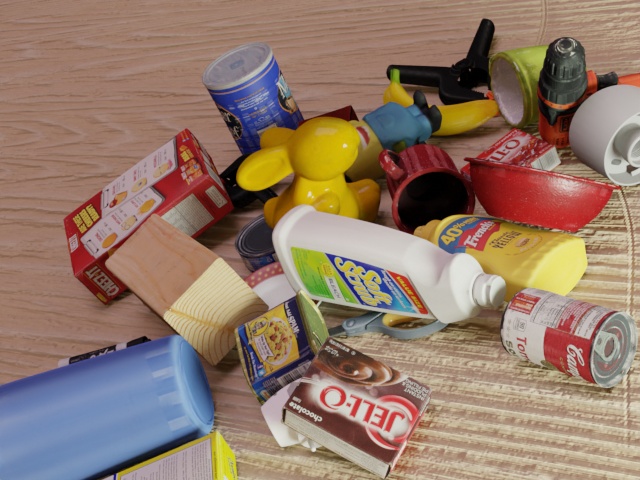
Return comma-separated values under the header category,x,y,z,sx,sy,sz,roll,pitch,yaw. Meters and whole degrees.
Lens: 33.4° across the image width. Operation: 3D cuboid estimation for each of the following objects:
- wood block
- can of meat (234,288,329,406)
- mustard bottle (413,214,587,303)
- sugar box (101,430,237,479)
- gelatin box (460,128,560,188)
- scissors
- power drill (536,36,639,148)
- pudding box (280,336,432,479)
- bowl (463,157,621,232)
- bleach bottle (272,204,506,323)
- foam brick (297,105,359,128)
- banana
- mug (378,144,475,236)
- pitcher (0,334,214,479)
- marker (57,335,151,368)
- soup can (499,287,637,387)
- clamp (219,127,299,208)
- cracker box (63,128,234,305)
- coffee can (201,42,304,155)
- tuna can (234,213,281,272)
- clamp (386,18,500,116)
category,x,y,z,sx,sy,sz,roll,pitch,yaw
wood block,-0.157,0.051,1.213,0.090,0.090,0.206,-46,31,-9
can of meat,-0.036,0.113,1.093,0.084,0.057,0.102,-29,42,10
mustard bottle,0.169,0.013,1.095,0.096,0.058,0.192,-34,32,-30
sugar box,-0.165,0.257,1.014,0.176,0.048,0.093,-25,34,9
gelatin box,0.216,-0.086,1.221,0.089,0.030,0.073,-36,34,-13
scissors,0.046,0.078,1.134,0.202,0.016,0.096,-7,37,28
power drill,0.325,-0.178,1.150,0.187,0.184,0.057,-14,66,3
pudding box,0.033,0.152,0.979,0.113,0.039,0.090,25,53,14
bowl,0.222,-0.044,1.095,0.162,0.055,0.162,11,5,-1
bleach bottle,0.070,0.027,1.075,0.251,0.102,0.068,9,41,41
foam brick,0.014,-0.134,1.408,0.078,0.051,0.053,-15,36,18
banana,0.140,-0.168,1.361,0.198,0.037,0.070,28,103,44
mug,0.110,-0.063,1.194,0.093,0.117,0.081,-50,23,19
pitcher,-0.237,0.182,1.104,0.243,0.145,0.149,-19,46,5
marker,-0.254,0.135,1.260,0.121,0.020,0.020,-17,35,16
soup can,0.221,0.085,0.956,0.102,0.068,0.068,16,53,47
clamp,-0.082,-0.075,1.386,0.172,0.039,0.120,-21,42,45
cracker box,-0.227,-0.034,1.399,0.214,0.072,0.164,-37,32,3
coffee can,-0.087,-0.185,1.465,0.103,0.140,0.103,-18,35,13
tuna can,-0.058,0.002,1.291,0.086,0.033,0.086,-19,34,13
clamp,0.198,-0.226,1.416,0.164,0.036,0.210,-32,36,-6
